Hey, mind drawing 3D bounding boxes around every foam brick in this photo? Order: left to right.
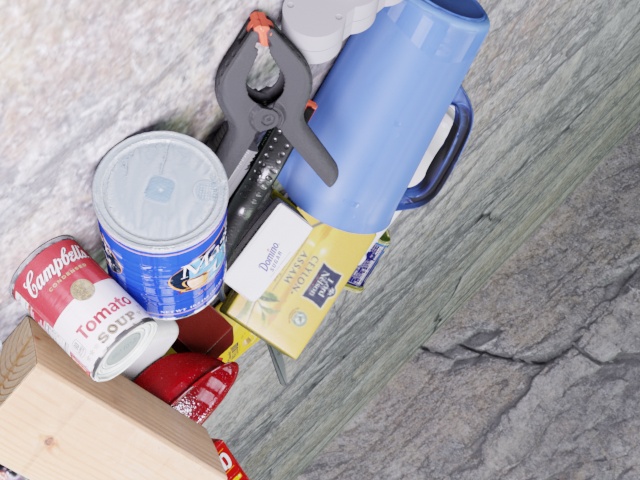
[{"bbox_3d":[-0.137,0.094,1.142,0.053,0.078,0.051,-42,163,-21],"label":"foam brick"}]

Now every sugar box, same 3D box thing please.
[{"bbox_3d":[-0.057,0.002,1.065,0.093,0.048,0.176,-52,-169,3],"label":"sugar box"}]

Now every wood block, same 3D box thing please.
[{"bbox_3d":[-0.191,0.168,0.914,0.091,0.205,0.090,-48,-151,5],"label":"wood block"}]

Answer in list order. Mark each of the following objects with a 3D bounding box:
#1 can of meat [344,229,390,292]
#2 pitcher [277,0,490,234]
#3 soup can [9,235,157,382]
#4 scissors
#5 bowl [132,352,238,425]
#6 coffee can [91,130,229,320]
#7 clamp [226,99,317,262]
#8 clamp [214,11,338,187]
[{"bbox_3d":[0.045,0.004,1.399,0.084,0.057,0.102,-59,-155,25],"label":"can of meat"},{"bbox_3d":[0.070,-0.133,1.038,0.149,0.145,0.243,-29,153,-55],"label":"pitcher"},{"bbox_3d":[-0.188,0.055,0.847,0.068,0.102,0.068,-43,165,-15],"label":"soup can"},{"bbox_3d":[-0.079,0.098,1.257,0.096,0.016,0.202,-17,117,-36],"label":"scissors"},{"bbox_3d":[-0.157,0.164,1.066,0.162,0.055,0.162,-44,165,-15],"label":"bowl"},{"bbox_3d":[-0.126,-0.009,0.861,0.102,0.103,0.140,-42,164,-22],"label":"coffee can"},{"bbox_3d":[-0.067,-0.047,1.005,0.210,0.036,0.164,-59,-171,12],"label":"clamp"},{"bbox_3d":[-0.036,-0.103,0.878,0.120,0.039,0.172,-5,131,-19],"label":"clamp"}]
